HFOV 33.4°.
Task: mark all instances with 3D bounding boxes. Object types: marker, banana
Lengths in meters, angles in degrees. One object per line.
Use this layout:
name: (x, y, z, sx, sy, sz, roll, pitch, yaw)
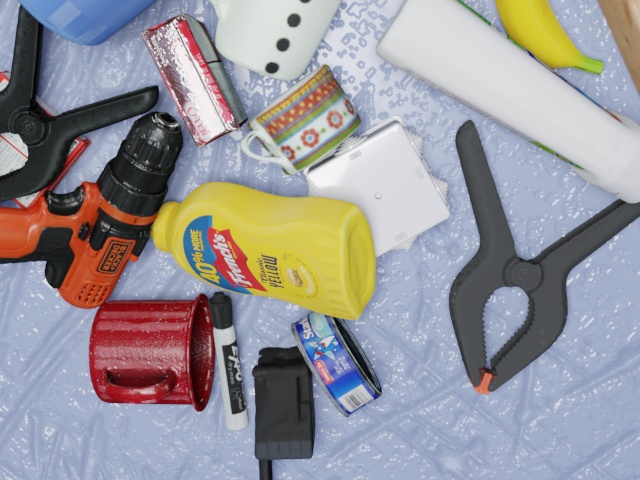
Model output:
marker: (-0.075, 0.097, 0.861, 0.020, 0.020, 0.121, -5, 112, 2)
banana: (0.159, -0.214, 0.806, 0.069, 0.037, 0.198, -17, 101, -14)

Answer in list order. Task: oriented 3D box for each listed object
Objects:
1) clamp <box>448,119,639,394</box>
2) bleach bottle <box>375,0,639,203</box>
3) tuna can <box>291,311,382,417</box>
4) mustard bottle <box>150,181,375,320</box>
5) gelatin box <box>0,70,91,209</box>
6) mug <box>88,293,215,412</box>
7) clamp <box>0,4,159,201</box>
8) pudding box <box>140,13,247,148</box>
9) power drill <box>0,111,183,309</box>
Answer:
clamp: (0.150, 0.016, 0.844, 0.164, 0.036, 0.210, 25, 96, -1)
bleach bottle: (0.162, -0.100, 0.791, 0.251, 0.102, 0.068, 32, 102, -4)
tuna can: (0.014, 0.093, 0.837, 0.034, 0.086, 0.086, -32, 98, 5)
mustard bottle: (-0.056, 0.001, 0.817, 0.192, 0.058, 0.096, 11, 137, 25)
gelatin box: (-0.239, -0.078, 0.844, 0.089, 0.030, 0.073, 40, 97, -5)
mug: (-0.133, 0.093, 0.830, 0.081, 0.117, 0.093, 0, 115, 6)
clamp: (-0.206, -0.087, 0.806, 0.120, 0.039, 0.172, 33, 106, -5)
pudding box: (-0.091, -0.118, 0.789, 0.039, 0.113, 0.090, -24, 98, 5)
power drill: (-0.207, -0.029, 0.777, 0.187, 0.057, 0.185, 10, 125, -33)
